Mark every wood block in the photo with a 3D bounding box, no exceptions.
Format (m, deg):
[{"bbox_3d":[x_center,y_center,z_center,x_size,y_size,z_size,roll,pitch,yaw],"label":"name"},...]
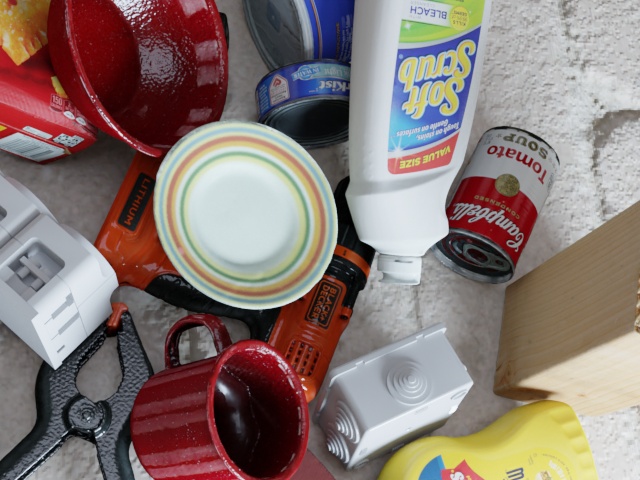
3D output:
[{"bbox_3d":[0.203,0.054,0.724,0.090,0.206,0.091,14,69,-10],"label":"wood block"}]

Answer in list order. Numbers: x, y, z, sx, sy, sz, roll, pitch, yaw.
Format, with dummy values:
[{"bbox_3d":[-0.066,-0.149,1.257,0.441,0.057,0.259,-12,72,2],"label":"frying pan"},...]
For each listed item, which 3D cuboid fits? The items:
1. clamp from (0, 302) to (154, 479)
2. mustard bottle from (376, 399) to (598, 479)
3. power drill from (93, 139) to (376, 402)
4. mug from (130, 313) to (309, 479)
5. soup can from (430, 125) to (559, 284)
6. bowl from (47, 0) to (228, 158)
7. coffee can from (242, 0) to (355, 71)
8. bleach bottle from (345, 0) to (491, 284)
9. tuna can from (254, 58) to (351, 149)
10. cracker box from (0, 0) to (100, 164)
[{"bbox_3d":[-0.164,0.122,0.699,0.120,0.039,0.171,10,64,-16],"label":"clamp"},{"bbox_3d":[0.096,0.179,0.734,0.191,0.058,0.096,-14,91,-17],"label":"mustard bottle"},{"bbox_3d":[-0.055,0.001,0.757,0.187,0.057,0.184,24,65,-5],"label":"power drill"},{"bbox_3d":[-0.071,0.105,0.687,0.093,0.082,0.117,-16,89,-53],"label":"mug"},{"bbox_3d":[0.133,-0.027,0.809,0.068,0.069,0.102,30,67,-3],"label":"soup can"},{"bbox_3d":[-0.131,-0.131,0.721,0.161,0.055,0.162,17,69,-56],"label":"bowl"},{"bbox_3d":[0.023,-0.191,0.817,0.140,0.103,0.103,-23,79,-20],"label":"coffee can"},{"bbox_3d":[0.069,-0.095,0.746,0.102,0.068,0.251,2,92,-27],"label":"bleach bottle"},{"bbox_3d":[-0.005,-0.100,0.788,0.086,0.086,0.034,-2,71,-15],"label":"tuna can"},{"bbox_3d":[-0.225,-0.179,0.722,0.164,0.072,0.213,22,62,-49],"label":"cracker box"}]
